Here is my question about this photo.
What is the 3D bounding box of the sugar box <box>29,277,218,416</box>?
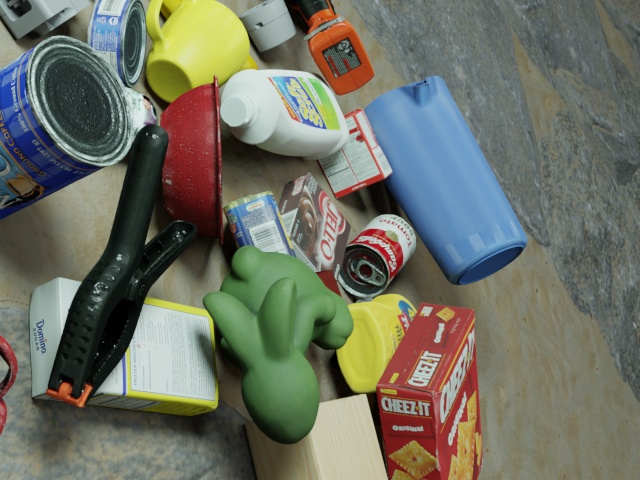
[{"bbox_3d":[-0.163,0.094,0.903,0.175,0.048,0.093,18,58,-47],"label":"sugar box"}]

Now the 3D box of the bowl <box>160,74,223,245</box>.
[{"bbox_3d":[-0.122,-0.074,1.007,0.162,0.055,0.162,178,-90,-83],"label":"bowl"}]

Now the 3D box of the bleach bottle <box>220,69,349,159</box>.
[{"bbox_3d":[-0.043,-0.131,1.137,0.102,0.068,0.250,66,18,0],"label":"bleach bottle"}]

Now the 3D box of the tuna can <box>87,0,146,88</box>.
[{"bbox_3d":[-0.188,-0.185,0.993,0.086,0.034,0.086,7,89,-86],"label":"tuna can"}]

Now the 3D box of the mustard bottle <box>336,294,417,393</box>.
[{"bbox_3d":[0.077,0.111,1.210,0.191,0.058,0.096,-8,88,-68],"label":"mustard bottle"}]

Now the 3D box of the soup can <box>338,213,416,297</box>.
[{"bbox_3d":[0.067,0.017,1.268,0.068,0.069,0.102,63,32,-10],"label":"soup can"}]

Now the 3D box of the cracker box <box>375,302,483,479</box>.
[{"bbox_3d":[0.128,0.203,1.178,0.164,0.072,0.214,-53,142,-53],"label":"cracker box"}]

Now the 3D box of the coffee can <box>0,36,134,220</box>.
[{"bbox_3d":[-0.228,-0.081,0.815,0.102,0.141,0.103,33,47,-43],"label":"coffee can"}]

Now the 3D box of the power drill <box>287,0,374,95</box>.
[{"bbox_3d":[0.000,-0.262,1.272,0.184,0.057,0.188,51,11,-55],"label":"power drill"}]

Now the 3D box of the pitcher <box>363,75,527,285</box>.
[{"bbox_3d":[0.148,-0.067,1.318,0.149,0.145,0.243,9,50,-60],"label":"pitcher"}]

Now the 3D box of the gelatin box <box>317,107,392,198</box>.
[{"bbox_3d":[0.034,-0.105,1.284,0.089,0.073,0.030,63,32,-7],"label":"gelatin box"}]

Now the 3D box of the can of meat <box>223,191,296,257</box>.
[{"bbox_3d":[-0.057,0.001,1.073,0.102,0.057,0.084,88,-18,-84],"label":"can of meat"}]

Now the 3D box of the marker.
[{"bbox_3d":[0.035,0.104,1.216,0.020,0.020,0.121,55,35,-21],"label":"marker"}]

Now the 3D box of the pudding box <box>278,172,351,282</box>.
[{"bbox_3d":[-0.011,-0.006,1.191,0.090,0.039,0.113,50,37,-28],"label":"pudding box"}]

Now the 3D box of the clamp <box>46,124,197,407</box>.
[{"bbox_3d":[-0.153,0.024,0.818,0.164,0.036,0.209,88,22,-56],"label":"clamp"}]

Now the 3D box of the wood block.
[{"bbox_3d":[0.010,0.260,1.012,0.090,0.090,0.206,-3,75,-47],"label":"wood block"}]
